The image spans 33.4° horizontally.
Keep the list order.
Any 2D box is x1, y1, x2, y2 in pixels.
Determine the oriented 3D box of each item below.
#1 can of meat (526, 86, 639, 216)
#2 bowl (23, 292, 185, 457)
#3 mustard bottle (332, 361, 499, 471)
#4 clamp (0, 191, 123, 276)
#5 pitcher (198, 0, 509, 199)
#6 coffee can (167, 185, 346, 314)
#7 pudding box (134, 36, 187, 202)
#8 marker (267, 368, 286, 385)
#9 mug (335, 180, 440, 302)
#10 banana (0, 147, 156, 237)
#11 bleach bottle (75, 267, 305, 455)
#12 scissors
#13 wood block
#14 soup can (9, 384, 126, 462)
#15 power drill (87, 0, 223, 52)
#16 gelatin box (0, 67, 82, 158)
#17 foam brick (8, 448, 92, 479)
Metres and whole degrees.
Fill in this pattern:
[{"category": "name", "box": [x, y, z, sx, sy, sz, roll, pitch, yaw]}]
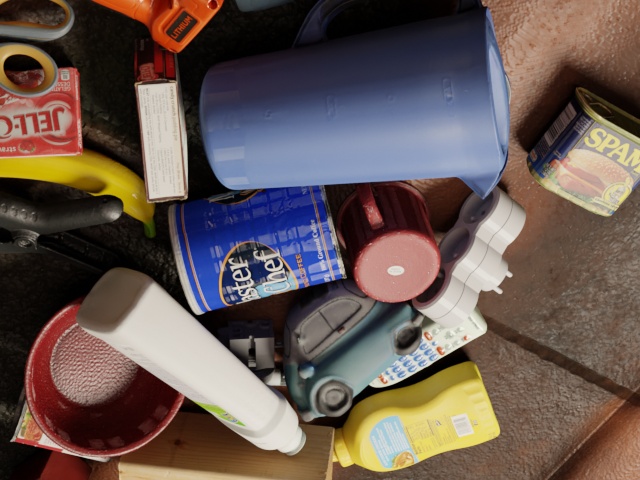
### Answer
[{"category": "can of meat", "box": [0.252, -0.079, 0.980, 0.102, 0.057, 0.084, 24, 120, -21]}, {"category": "bowl", "box": [-0.210, 0.123, 1.029, 0.161, 0.055, 0.162, -4, 98, -27]}, {"category": "mustard bottle", "box": [0.088, 0.199, 1.139, 0.191, 0.058, 0.096, -20, 127, 6]}, {"category": "clamp", "box": [-0.253, -0.016, 0.949, 0.171, 0.039, 0.120, 11, 142, -15]}, {"category": "pitcher", "box": [0.029, -0.117, 0.869, 0.243, 0.149, 0.145, -5, 139, 14]}, {"category": "coffee can", "box": [-0.056, 0.001, 0.964, 0.140, 0.103, 0.103, -14, 124, 2]}, {"category": "pudding box", "box": [-0.134, -0.102, 0.894, 0.039, 0.090, 0.113, -6, 124, -5]}, {"category": "marker", "box": [-0.024, 0.142, 1.111, 0.121, 0.020, 0.020, 1, 123, -8]}, {"category": "mug", "box": [0.061, -0.006, 0.987, 0.093, 0.081, 0.117, -21, 123, 6]}, {"category": "banana", "box": [-0.226, -0.055, 0.945, 0.197, 0.037, 0.070, 21, 118, -20]}, {"category": "bleach bottle", "box": [-0.108, 0.126, 1.006, 0.250, 0.103, 0.068, 44, 70, -31]}, {"category": "scissors", "box": [-0.298, -0.157, 0.863, 0.201, 0.016, 0.096, -8, 95, -3]}, {"category": "wood block", "box": [-0.093, 0.242, 1.099, 0.206, 0.090, 0.090, 5, 122, 5]}, {"category": "soup can", "box": [-0.254, 0.180, 1.077, 0.102, 0.068, 0.069, 18, 119, -18]}, {"category": "power drill", "box": [-0.164, -0.216, 0.790, 0.187, 0.057, 0.185, 20, 160, -21]}, {"category": "gelatin box", "box": [-0.246, -0.106, 0.895, 0.089, 0.030, 0.073, -3, 93, -6]}, {"category": "foam brick", "box": [-0.288, 0.257, 1.120, 0.078, 0.051, 0.053, -34, 114, 30]}]
